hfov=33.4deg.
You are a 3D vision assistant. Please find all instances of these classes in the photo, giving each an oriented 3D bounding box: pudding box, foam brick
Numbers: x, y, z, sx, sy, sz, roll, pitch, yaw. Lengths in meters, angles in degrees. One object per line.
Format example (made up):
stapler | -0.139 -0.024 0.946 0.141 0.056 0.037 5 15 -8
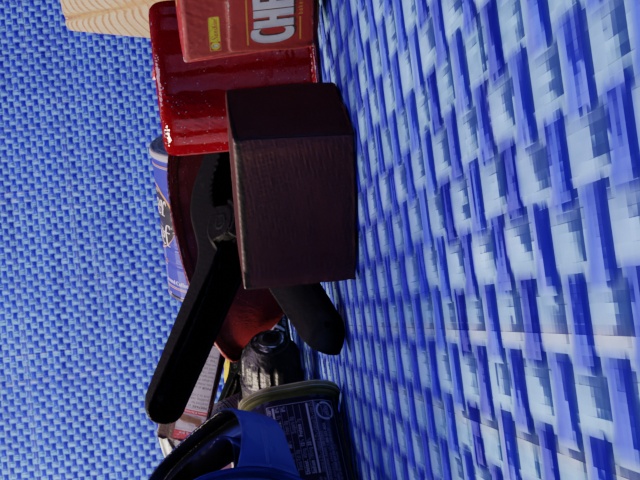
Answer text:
pudding box | -0.091 0.089 0.813 0.113 0.039 0.090 -78 0 -70
foam brick | -0.014 -0.025 0.479 0.053 0.051 0.078 -104 10 -56

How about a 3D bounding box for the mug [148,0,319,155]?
mug | -0.048 -0.094 0.577 0.117 0.081 0.093 -108 13 -60

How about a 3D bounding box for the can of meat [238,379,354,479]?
can of meat | -0.010 0.139 0.597 0.102 0.057 0.084 93 166 -57

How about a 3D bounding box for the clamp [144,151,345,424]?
clamp | -0.038 -0.004 0.623 0.165 0.036 0.210 -19 57 46

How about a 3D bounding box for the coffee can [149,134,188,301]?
coffee can | -0.096 -0.025 0.972 0.103 0.102 0.140 -112 17 -68

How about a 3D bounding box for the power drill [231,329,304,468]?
power drill | -0.064 0.173 0.710 0.187 0.057 0.184 -46 -36 -43

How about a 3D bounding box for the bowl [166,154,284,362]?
bowl | -0.055 0.001 0.750 0.162 0.055 0.162 -15 -90 -83
